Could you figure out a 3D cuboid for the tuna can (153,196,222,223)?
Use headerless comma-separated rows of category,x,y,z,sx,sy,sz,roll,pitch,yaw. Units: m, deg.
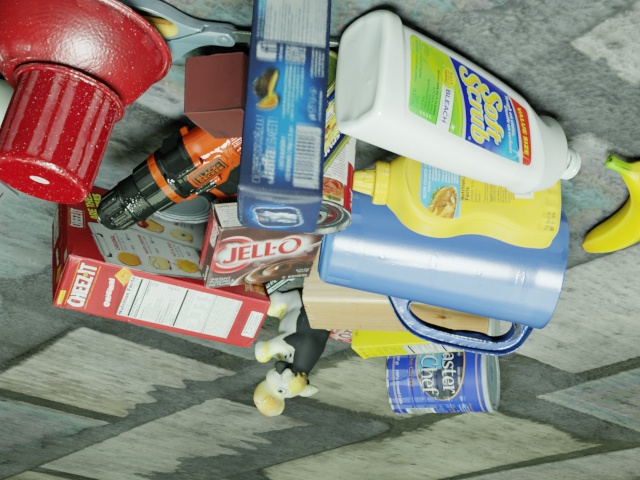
tuna can,-0.144,-0.051,1.115,0.086,0.033,0.086,4,155,2

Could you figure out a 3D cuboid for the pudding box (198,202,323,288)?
pudding box,-0.057,0.001,1.041,0.113,0.039,0.090,-7,144,-23

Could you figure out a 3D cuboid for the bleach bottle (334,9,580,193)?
bleach bottle,0.128,-0.104,0.904,0.250,0.102,0.068,15,162,-35

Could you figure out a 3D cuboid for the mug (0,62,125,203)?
mug,-0.209,-0.077,0.856,0.093,0.081,0.117,9,158,15

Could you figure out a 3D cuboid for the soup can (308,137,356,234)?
soup can,-0.002,-0.065,0.981,0.068,0.102,0.068,4,155,2

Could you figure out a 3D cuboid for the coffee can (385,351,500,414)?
coffee can,0.171,0.189,1.486,0.140,0.103,0.102,-5,153,19

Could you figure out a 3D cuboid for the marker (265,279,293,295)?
marker,-0.046,0.047,1.323,0.020,0.020,0.121,17,152,-25

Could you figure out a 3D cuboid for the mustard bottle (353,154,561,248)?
mustard bottle,0.125,-0.048,1.002,0.191,0.096,0.058,5,155,-2

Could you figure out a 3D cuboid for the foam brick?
foam brick,-0.079,-0.123,0.913,0.053,0.051,0.078,-2,169,14

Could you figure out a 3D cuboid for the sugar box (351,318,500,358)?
sugar box,0.128,0.089,1.296,0.176,0.093,0.048,-8,152,24

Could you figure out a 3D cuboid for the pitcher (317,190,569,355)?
pitcher,0.121,0.018,1.095,0.243,0.149,0.145,9,154,-1

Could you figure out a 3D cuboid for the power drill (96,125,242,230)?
power drill,-0.101,-0.040,1.042,0.184,0.057,0.187,-31,148,13

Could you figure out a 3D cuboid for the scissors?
scissors,-0.091,-0.163,0.892,0.201,0.016,0.096,11,156,-13

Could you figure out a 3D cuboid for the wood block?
wood block,0.089,0.049,1.221,0.206,0.090,0.091,2,154,7

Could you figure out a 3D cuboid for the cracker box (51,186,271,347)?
cracker box,-0.173,0.026,1.130,0.213,0.164,0.072,14,115,-21

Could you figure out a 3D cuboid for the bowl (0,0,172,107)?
bowl,-0.207,-0.147,0.874,0.162,0.055,0.162,12,159,5
